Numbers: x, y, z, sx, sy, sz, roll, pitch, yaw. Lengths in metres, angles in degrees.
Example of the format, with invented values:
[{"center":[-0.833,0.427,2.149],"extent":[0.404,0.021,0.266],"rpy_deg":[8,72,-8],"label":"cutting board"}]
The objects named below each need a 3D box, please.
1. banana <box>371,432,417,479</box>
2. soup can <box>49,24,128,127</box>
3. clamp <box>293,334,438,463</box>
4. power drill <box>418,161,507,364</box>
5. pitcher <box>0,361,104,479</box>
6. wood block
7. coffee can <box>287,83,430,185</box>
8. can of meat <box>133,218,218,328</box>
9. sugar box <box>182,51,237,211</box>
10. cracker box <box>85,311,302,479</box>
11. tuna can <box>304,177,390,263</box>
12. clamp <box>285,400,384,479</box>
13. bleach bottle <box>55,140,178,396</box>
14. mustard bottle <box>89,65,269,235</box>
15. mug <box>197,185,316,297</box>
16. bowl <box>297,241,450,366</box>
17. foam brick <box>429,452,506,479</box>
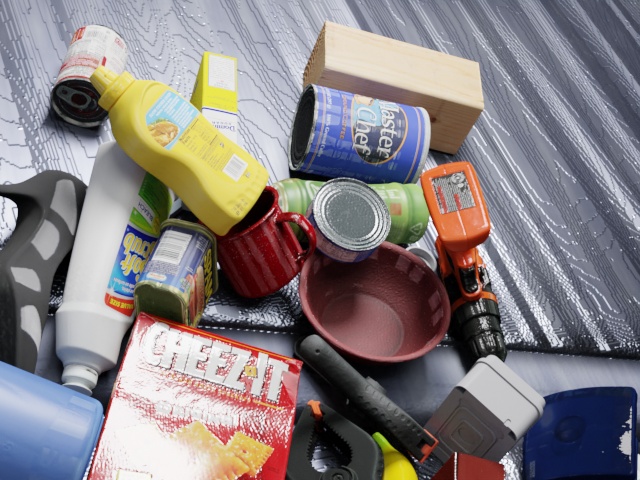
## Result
[{"center":[0.044,0.258,0.962],"extent":[0.070,0.037,0.197],"rpy_deg":[11,38,22],"label":"banana"},{"center":[-0.256,-0.185,1.190],"extent":[0.068,0.069,0.102],"rpy_deg":[16,46,-11],"label":"soup can"},{"center":[0.038,0.147,1.032],"extent":[0.171,0.120,0.039],"rpy_deg":[44,89,-8],"label":"clamp"},{"center":[0.151,0.024,1.116],"extent":[0.057,0.187,0.184],"rpy_deg":[-15,52,1],"label":"power drill"},{"center":[-0.306,0.151,0.843],"extent":[0.242,0.149,0.145],"rpy_deg":[21,31,-10],"label":"pitcher"},{"center":[0.088,-0.189,1.333],"extent":[0.206,0.091,0.090],"rpy_deg":[13,48,-14],"label":"wood block"},{"center":[0.044,-0.118,1.242],"extent":[0.140,0.103,0.103],"rpy_deg":[10,48,-16],"label":"coffee can"},{"center":[-0.138,0.045,1.017],"extent":[0.057,0.102,0.084],"rpy_deg":[13,48,8],"label":"can of meat"},{"center":[-0.120,-0.119,1.159],"extent":[0.048,0.093,0.176],"rpy_deg":[12,38,-12],"label":"sugar box"},{"center":[-0.111,0.180,0.932],"extent":[0.164,0.072,0.213],"rpy_deg":[19,45,-9],"label":"cracker box"},{"center":[0.027,-0.020,1.106],"extent":[0.086,0.034,0.086],"rpy_deg":[9,59,-16],"label":"tuna can"},{"center":[0.009,0.228,0.944],"extent":[0.164,0.036,0.210],"rpy_deg":[-15,40,-13],"label":"clamp"},{"center":[-0.198,0.031,1.013],"extent":[0.068,0.102,0.250],"rpy_deg":[-2,58,17],"label":"bleach bottle"},{"center":[-0.140,-0.095,1.013],"extent":[0.191,0.058,0.096],"rpy_deg":[42,38,-11],"label":"mustard bottle"},{"center":[-0.057,0.001,1.075],"extent":[0.081,0.117,0.093],"rpy_deg":[63,31,-29],"label":"mug"},{"center":[0.050,0.074,1.103],"extent":[0.162,0.055,0.162],"rpy_deg":[8,47,-9],"label":"bowl"},{"center":[0.131,0.240,0.985],"extent":[0.051,0.078,0.053],"rpy_deg":[16,49,-11],"label":"foam brick"}]
